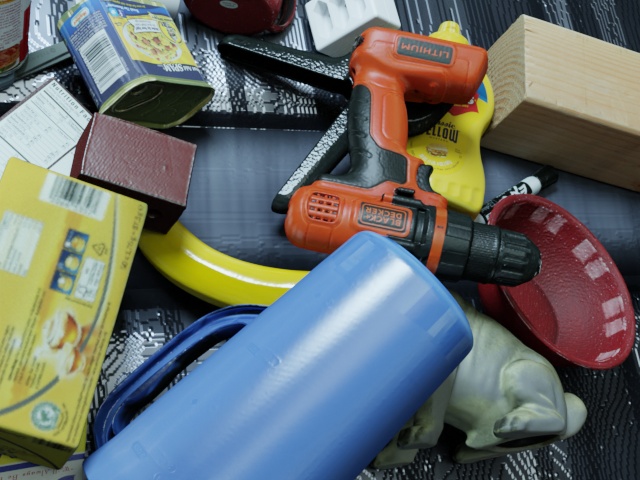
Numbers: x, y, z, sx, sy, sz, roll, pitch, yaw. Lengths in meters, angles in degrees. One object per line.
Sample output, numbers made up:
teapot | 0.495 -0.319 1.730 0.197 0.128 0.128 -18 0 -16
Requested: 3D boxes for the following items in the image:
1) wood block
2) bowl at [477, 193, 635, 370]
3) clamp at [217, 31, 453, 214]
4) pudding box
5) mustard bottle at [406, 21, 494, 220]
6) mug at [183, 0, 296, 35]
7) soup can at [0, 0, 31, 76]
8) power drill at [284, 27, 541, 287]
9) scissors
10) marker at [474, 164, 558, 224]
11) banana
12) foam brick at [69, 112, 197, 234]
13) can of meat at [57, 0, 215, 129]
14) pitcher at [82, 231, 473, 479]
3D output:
wood block | 0.250 -0.118 0.968 0.205 0.090 0.091 14 63 -18
bowl | 0.182 0.043 0.875 0.162 0.055 0.162 22 47 -26
clamp | 0.032 -0.109 0.863 0.210 0.036 0.164 -10 69 -6
pudding box | -0.202 -0.051 0.771 0.090 0.039 0.113 44 57 -2
mustard bottle | 0.100 -0.109 0.915 0.096 0.058 0.191 13 62 -3
mug | -0.060 -0.218 0.885 0.117 0.093 0.081 41 56 -47
soup can | -0.240 -0.176 0.759 0.068 0.102 0.068 9 49 -11
power drill | 0.077 -0.060 0.787 0.184 0.057 0.187 12 62 -2
scissors | -0.238 -0.105 0.790 0.201 0.016 0.096 -13 71 -27
marker | 0.168 -0.036 0.938 0.120 0.020 0.020 -31 83 -31
banana | -0.067 0.015 0.777 0.198 0.037 0.070 29 98 11
foam brick | -0.133 -0.046 0.746 0.078 0.053 0.051 17 63 -18
can of meat | -0.140 -0.136 0.807 0.101 0.058 0.084 -6 65 -60
pitcher | -0.028 0.104 0.687 0.242 0.145 0.149 -43 95 -9
